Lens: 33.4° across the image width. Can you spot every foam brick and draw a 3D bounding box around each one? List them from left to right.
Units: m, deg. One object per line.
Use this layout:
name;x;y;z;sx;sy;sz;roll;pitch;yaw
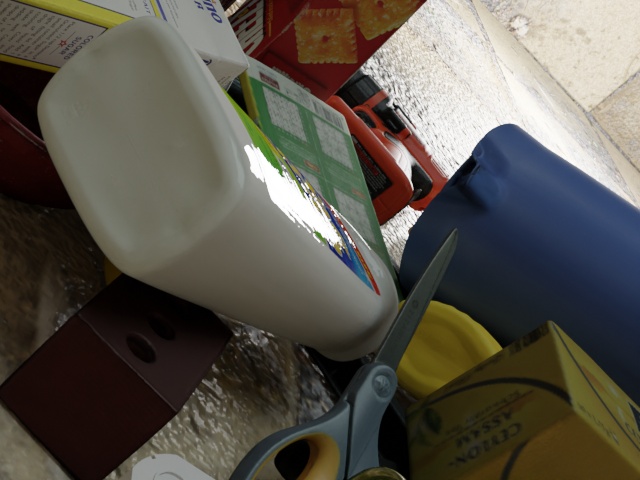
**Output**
foam brick;-0.079;0.048;0.421;0.053;0.051;0.078;47;20;-6

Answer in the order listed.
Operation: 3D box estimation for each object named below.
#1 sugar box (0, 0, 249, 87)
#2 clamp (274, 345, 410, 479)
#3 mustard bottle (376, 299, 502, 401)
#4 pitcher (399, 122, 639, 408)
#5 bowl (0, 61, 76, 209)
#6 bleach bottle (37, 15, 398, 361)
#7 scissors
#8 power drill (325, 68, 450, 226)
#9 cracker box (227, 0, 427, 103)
sugar box;-0.112;-0.119;0.483;0.176;0.048;0.093;7;54;-61
clamp;0.053;0.127;0.577;0.210;0.036;0.164;43;18;-20
mustard bottle;0.116;0.110;0.682;0.096;0.058;0.191;31;-9;46
pitcher;0.182;0.043;0.676;0.243;0.145;0.148;36;36;25
bowl;-0.137;-0.069;0.501;0.162;0.055;0.162;41;22;-22
bleach bottle;-0.021;-0.002;0.492;0.103;0.068;0.250;60;10;25
scissors;0.029;0.086;0.486;0.201;0.016;0.096;-41;110;-36
power drill;0.034;-0.091;0.895;0.184;0.057;0.187;49;20;-1
cracker box;0.013;-0.191;0.803;0.072;0.214;0.164;39;22;-22
